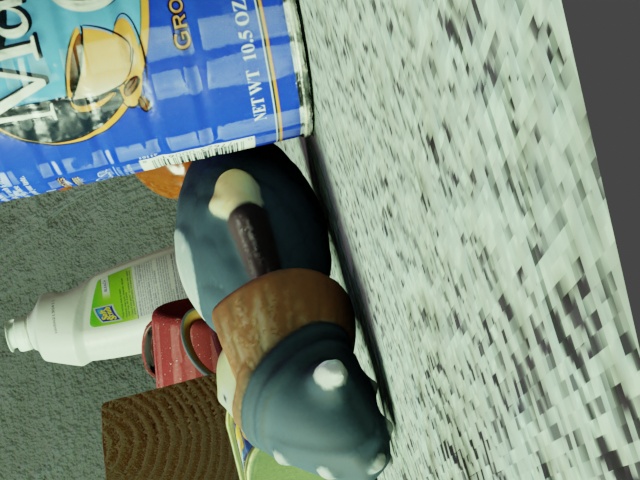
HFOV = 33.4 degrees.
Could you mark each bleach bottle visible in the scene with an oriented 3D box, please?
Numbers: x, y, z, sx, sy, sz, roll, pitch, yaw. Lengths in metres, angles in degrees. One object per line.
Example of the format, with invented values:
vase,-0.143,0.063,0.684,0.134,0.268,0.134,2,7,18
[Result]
bleach bottle,-0.158,0.053,0.968,0.068,0.250,0.102,82,174,-50

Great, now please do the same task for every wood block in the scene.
wood block,-0.063,0.186,0.668,0.090,0.091,0.206,-109,6,-47

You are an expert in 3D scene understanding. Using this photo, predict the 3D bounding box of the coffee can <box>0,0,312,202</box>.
coffee can,-0.082,-0.071,0.366,0.103,0.140,0.103,167,90,-86

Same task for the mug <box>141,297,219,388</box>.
mug,-0.098,0.090,0.848,0.117,0.093,0.081,5,103,41
